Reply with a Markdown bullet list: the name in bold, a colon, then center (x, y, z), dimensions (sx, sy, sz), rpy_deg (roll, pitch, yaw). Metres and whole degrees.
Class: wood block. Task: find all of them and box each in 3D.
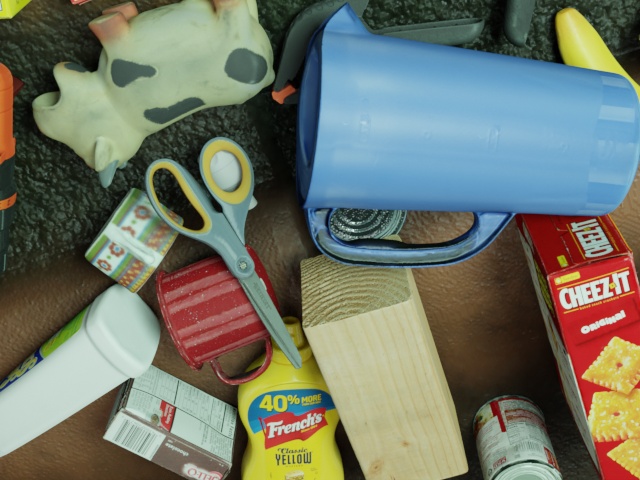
- **wood block**: center (0.056, 0.110, 0.911), dimensions (0.090, 0.091, 0.206), rpy_deg (-16, 125, 8)

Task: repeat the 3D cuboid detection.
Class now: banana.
- **banana**: center (0.260, -0.113, 0.854), dimensions (0.197, 0.037, 0.069), rpy_deg (24, 90, -13)

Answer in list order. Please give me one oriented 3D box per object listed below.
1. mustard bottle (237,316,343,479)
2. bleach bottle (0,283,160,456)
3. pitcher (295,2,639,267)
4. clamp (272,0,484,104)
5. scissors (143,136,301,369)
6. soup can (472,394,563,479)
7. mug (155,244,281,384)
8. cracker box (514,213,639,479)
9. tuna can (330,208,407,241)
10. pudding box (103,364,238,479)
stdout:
- **mustard bottle**: center (-0.027, 0.156, 0.972), dimensions (0.096, 0.058, 0.192), rpy_deg (-2, 115, -4)
- **bleach bottle**: center (-0.257, 0.140, 0.943), dimensions (0.251, 0.102, 0.068), rpy_deg (-36, 105, 15)
- **pitcher**: center (0.102, -0.070, 0.787), dimensions (0.242, 0.145, 0.149), rpy_deg (5, 144, -7)
- **clamp**: center (0.039, -0.158, 0.830), dimensions (0.120, 0.039, 0.172), rpy_deg (43, 109, -7)
- **scissors**: center (-0.056, 0.001, 0.857), dimensions (0.201, 0.016, 0.096), rpy_deg (46, 73, -13)
- **soup can**: center (0.178, 0.196, 0.964), dimensions (0.068, 0.102, 0.068), rpy_deg (0, 115, 0)
- **mug**: center (-0.079, 0.065, 0.907), dimensions (0.081, 0.093, 0.117), rpy_deg (-22, 87, 6)
- **cracker box**: center (0.224, 0.072, 0.870), dimensions (0.072, 0.164, 0.213), rpy_deg (-17, 115, 7)
- **tuna can**: center (0.031, -0.033, 0.894), dimensions (0.086, 0.033, 0.086), rpy_deg (0, 116, 1)
- **pudding box**: center (-0.131, 0.164, 0.960), dimensions (0.113, 0.090, 0.039), rpy_deg (31, 111, -13)
